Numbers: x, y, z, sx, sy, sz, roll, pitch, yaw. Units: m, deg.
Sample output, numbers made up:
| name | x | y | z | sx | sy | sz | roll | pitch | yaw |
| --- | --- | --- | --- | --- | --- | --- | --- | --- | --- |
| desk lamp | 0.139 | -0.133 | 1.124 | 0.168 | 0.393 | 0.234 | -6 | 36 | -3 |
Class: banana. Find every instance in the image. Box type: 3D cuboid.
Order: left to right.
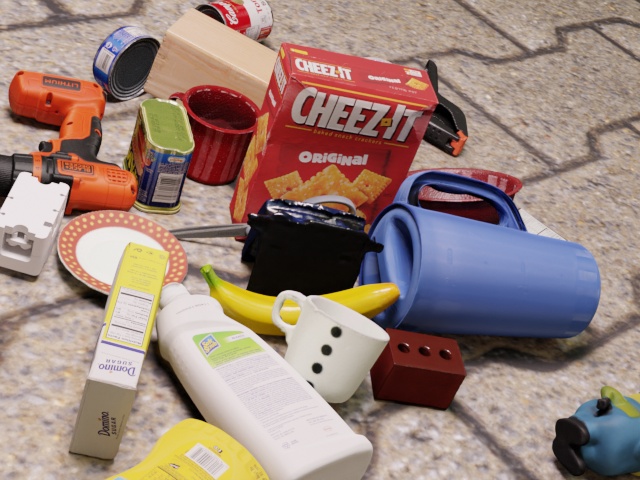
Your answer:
| name | x | y | z | sx | sy | sz | roll | pitch | yaw |
| --- | --- | --- | --- | --- | --- | --- | --- | --- | --- |
| banana | -0.023 | 0.064 | 1.042 | 0.197 | 0.070 | 0.037 | 5 | 46 | -12 |

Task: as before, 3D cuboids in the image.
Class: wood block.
| name | x | y | z | sx | sy | sz | roll | pitch | yaw |
| --- | --- | --- | --- | --- | --- | --- | --- | --- | --- |
| wood block | -0.094 | -0.182 | 1.283 | 0.206 | 0.090 | 0.090 | 28 | 32 | -2 |

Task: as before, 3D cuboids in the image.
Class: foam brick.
| name | x | y | z | sx | sy | sz | roll | pitch | yaw |
| --- | --- | --- | --- | --- | --- | --- | --- | --- | --- |
| foam brick | 0.093 | 0.125 | 1.044 | 0.078 | 0.051 | 0.053 | 10 | 37 | -16 |

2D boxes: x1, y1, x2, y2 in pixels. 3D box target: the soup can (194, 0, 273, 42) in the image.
| name | x | y | z | sx | sy | sz | roll | pitch | yaw |
| --- | --- | --- | --- | --- | --- | --- | --- | --- | --- |
| soup can | -0.121 | -0.297 | 1.463 | 0.068 | 0.069 | 0.102 | 38 | 38 | 21 |

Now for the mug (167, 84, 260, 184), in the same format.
| name | x | y | z | sx | sy | sz | roll | pitch | yaw |
| --- | --- | --- | --- | --- | --- | --- | --- | --- | --- |
| mug | -0.131 | -0.124 | 1.222 | 0.117 | 0.082 | 0.093 | 31 | 37 | 12 |

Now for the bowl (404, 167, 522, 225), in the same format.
| name | x | y | z | sx | sy | sz | roll | pitch | yaw |
| --- | --- | --- | --- | --- | --- | --- | --- | --- | --- |
| bowl | 0.156 | -0.042 | 1.259 | 0.162 | 0.055 | 0.162 | -2 | 16 | 0 |

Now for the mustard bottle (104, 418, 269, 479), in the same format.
| name | x | y | z | sx | sy | sz | roll | pitch | yaw |
| --- | --- | --- | --- | --- | --- | --- | --- | --- | --- |
| mustard bottle | -0.130 | 0.214 | 0.809 | 0.096 | 0.058 | 0.191 | 35 | 37 | 19 |

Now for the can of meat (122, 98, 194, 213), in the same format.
| name | x | y | z | sx | sy | sz | roll | pitch | yaw |
| --- | --- | --- | --- | --- | --- | --- | --- | --- | --- |
| can of meat | -0.175 | -0.093 | 1.158 | 0.057 | 0.084 | 0.102 | 5 | 40 | -23 |

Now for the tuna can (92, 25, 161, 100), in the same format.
| name | x | y | z | sx | sy | sz | roll | pitch | yaw |
| --- | --- | --- | --- | --- | --- | --- | --- | --- | --- |
| tuna can | -0.232 | -0.214 | 1.282 | 0.034 | 0.086 | 0.085 | 37 | 38 | 22 |

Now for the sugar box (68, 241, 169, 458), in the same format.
| name | x | y | z | sx | sy | sz | roll | pitch | yaw |
| --- | --- | --- | --- | --- | --- | --- | --- | --- | --- |
| sugar box | -0.170 | 0.091 | 0.917 | 0.048 | 0.093 | 0.176 | 14 | 37 | -11 |

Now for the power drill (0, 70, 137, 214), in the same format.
| name | x | y | z | sx | sy | sz | roll | pitch | yaw |
| --- | --- | --- | --- | --- | --- | --- | --- | --- | --- |
| power drill | -0.293 | -0.104 | 1.136 | 0.184 | 0.057 | 0.188 | 9 | 40 | -24 |

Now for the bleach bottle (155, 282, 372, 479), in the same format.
| name | x | y | z | sx | sy | sz | roll | pitch | yaw |
| --- | --- | --- | --- | --- | --- | --- | --- | --- | --- |
| bleach bottle | -0.067 | 0.126 | 0.954 | 0.102 | 0.068 | 0.251 | -11 | 45 | -38 |

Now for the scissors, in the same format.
| name | x | y | z | sx | sy | sz | roll | pitch | yaw |
| --- | --- | --- | --- | --- | --- | --- | --- | --- | --- |
| scissors | -0.057 | 0.001 | 1.142 | 0.202 | 0.096 | 0.016 | -15 | 39 | 3 |

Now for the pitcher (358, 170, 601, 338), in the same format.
| name | x | y | z | sx | sy | sz | roll | pitch | yaw |
| --- | --- | --- | --- | --- | --- | --- | --- | --- | --- |
| pitcher | 0.173 | 0.030 | 1.135 | 0.242 | 0.149 | 0.145 | 8 | 38 | -24 |

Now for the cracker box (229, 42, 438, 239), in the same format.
| name | x | y | z | sx | sy | sz | roll | pitch | yaw |
| --- | --- | --- | --- | --- | --- | --- | --- | --- | --- |
| cracker box | 0.010 | -0.089 | 1.137 | 0.164 | 0.214 | 0.072 | 8 | 38 | -19 |

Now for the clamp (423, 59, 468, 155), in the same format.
| name | x | y | z | sx | sy | sz | roll | pitch | yaw |
| --- | --- | --- | --- | --- | --- | --- | --- | --- | --- |
| clamp | 0.132 | -0.194 | 1.487 | 0.164 | 0.036 | 0.210 | 0 | 42 | -28 |
